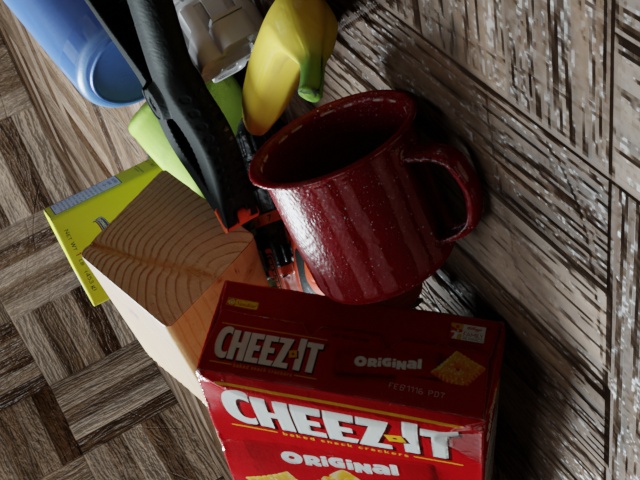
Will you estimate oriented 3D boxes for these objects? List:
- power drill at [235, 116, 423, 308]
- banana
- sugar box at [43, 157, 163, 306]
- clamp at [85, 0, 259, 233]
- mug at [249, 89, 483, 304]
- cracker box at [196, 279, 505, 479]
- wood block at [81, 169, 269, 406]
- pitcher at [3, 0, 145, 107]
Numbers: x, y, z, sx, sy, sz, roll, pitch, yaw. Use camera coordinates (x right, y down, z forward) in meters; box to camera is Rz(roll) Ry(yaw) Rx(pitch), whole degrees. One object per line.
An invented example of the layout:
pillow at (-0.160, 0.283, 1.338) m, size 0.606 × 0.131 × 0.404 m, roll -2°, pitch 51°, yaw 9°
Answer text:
power drill at (-0.002, -0.012, 0.712) m, size 0.188 × 0.057 × 0.184 m, roll 163°, pitch 86°, yaw -76°
banana at (-0.022, -0.104, 0.614) m, size 0.037 × 0.069 × 0.198 m, roll 21°, pitch 176°, yaw -9°
sugar box at (-0.147, -0.023, 0.961) m, size 0.048 × 0.176 × 0.093 m, roll 38°, pitch 153°, yaw 63°
clamp at (-0.095, -0.102, 0.691) m, size 0.210 × 0.036 × 0.165 m, roll 62°, pitch 165°, yaw -9°
mug at (0.031, -0.022, 0.553) m, size 0.117 × 0.093 × 0.081 m, roll -5°, pitch 123°, yaw 35°
cracker box at (0.024, 0.122, 0.661) m, size 0.214 × 0.164 × 0.072 m, roll 81°, pitch -159°, yaw -53°
wood block at (-0.098, 0.048, 0.830) m, size 0.091 × 0.090 × 0.206 m, roll 37°, pitch 163°, yaw 19°
pitcher at (-0.213, -0.230, 0.948) m, size 0.243 × 0.149 × 0.145 m, roll 51°, pitch 148°, yaw 26°
